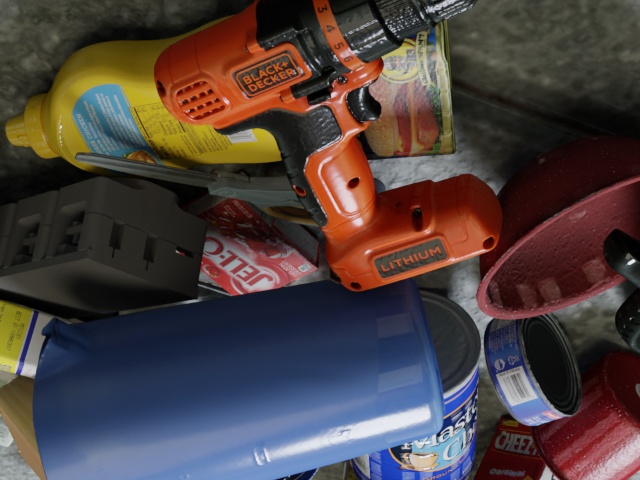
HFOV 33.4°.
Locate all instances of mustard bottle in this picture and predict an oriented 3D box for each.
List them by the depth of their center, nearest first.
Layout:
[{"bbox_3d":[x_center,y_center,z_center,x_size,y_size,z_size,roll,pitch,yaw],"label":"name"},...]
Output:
[{"bbox_3d":[-0.106,-0.081,0.657,0.192,0.058,0.096,-8,141,15],"label":"mustard bottle"}]

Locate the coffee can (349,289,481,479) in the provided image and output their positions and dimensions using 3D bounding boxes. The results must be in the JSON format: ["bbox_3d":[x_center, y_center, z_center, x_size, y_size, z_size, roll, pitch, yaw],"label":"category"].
[{"bbox_3d":[0.068,0.120,0.808,0.103,0.102,0.140,1,136,7],"label":"coffee can"}]

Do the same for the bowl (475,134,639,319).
[{"bbox_3d":[0.159,-0.016,0.661,0.162,0.055,0.162,-19,153,-10],"label":"bowl"}]

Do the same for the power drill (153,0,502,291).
[{"bbox_3d":[0.030,-0.063,0.577,0.185,0.057,0.187,-18,129,23],"label":"power drill"}]

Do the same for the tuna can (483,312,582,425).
[{"bbox_3d":[0.154,0.090,0.777,0.034,0.086,0.086,-25,127,32],"label":"tuna can"}]

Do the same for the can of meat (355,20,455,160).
[{"bbox_3d":[0.034,-0.093,0.626,0.084,0.057,0.102,-4,135,9],"label":"can of meat"}]

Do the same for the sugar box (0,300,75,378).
[{"bbox_3d":[-0.241,0.064,0.753,0.176,0.048,0.093,23,162,-24],"label":"sugar box"}]

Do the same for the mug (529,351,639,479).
[{"bbox_3d":[0.231,0.139,0.823,0.117,0.093,0.082,0,141,-39],"label":"mug"}]

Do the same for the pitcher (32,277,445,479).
[{"bbox_3d":[-0.048,0.102,0.680,0.243,0.145,0.149,-12,169,1],"label":"pitcher"}]

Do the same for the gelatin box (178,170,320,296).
[{"bbox_3d":[-0.055,0.001,0.754,0.073,0.030,0.089,-26,126,31],"label":"gelatin box"}]

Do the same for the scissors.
[{"bbox_3d":[-0.041,-0.037,0.659,0.096,0.016,0.201,-13,160,41],"label":"scissors"}]
